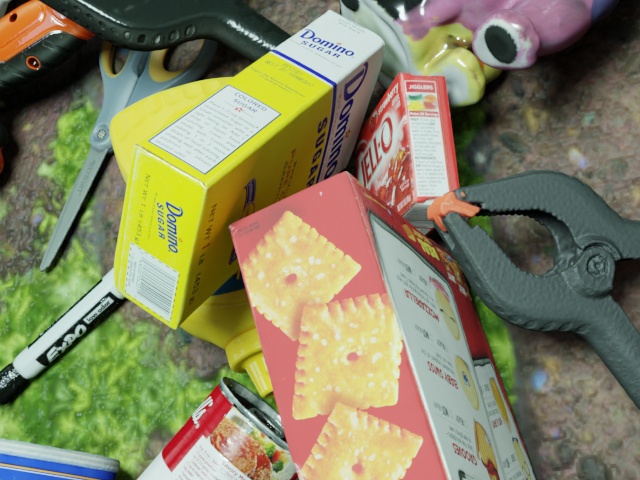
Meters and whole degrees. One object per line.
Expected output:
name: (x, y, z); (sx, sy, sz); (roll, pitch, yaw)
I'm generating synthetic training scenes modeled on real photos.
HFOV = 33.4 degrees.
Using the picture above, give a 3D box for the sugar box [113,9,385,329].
sugar box: (-0.031, -0.041, 0.539); (0.048, 0.093, 0.176); (32, 43, 15)

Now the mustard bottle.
mustard bottle: (-0.054, 0.001, 0.620); (0.096, 0.058, 0.192); (-16, 68, -9)

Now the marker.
marker: (-0.163, 0.060, 0.665); (0.121, 0.020, 0.020); (-41, 64, 4)

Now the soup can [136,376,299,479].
soup can: (-0.060, 0.134, 0.576); (0.069, 0.068, 0.102); (40, 90, 26)

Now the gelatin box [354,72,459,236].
gelatin box: (0.044, -0.039, 0.583); (0.030, 0.089, 0.073); (1, 72, -15)

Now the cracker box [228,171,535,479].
cracker box: (0.044, 0.095, 0.496); (0.072, 0.164, 0.214); (-23, 66, 17)

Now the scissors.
scissors: (-0.122, -0.074, 0.693); (0.096, 0.016, 0.201); (3, 74, 26)

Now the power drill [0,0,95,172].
power drill: (-0.225, -0.149, 0.699); (0.188, 0.057, 0.184); (-37, 88, 13)

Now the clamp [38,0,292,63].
clamp: (-0.072, -0.164, 0.647); (0.210, 0.036, 0.164); (7, 65, -10)

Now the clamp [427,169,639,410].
clamp: (0.139, 0.008, 0.528); (0.171, 0.039, 0.120); (33, 74, -8)
